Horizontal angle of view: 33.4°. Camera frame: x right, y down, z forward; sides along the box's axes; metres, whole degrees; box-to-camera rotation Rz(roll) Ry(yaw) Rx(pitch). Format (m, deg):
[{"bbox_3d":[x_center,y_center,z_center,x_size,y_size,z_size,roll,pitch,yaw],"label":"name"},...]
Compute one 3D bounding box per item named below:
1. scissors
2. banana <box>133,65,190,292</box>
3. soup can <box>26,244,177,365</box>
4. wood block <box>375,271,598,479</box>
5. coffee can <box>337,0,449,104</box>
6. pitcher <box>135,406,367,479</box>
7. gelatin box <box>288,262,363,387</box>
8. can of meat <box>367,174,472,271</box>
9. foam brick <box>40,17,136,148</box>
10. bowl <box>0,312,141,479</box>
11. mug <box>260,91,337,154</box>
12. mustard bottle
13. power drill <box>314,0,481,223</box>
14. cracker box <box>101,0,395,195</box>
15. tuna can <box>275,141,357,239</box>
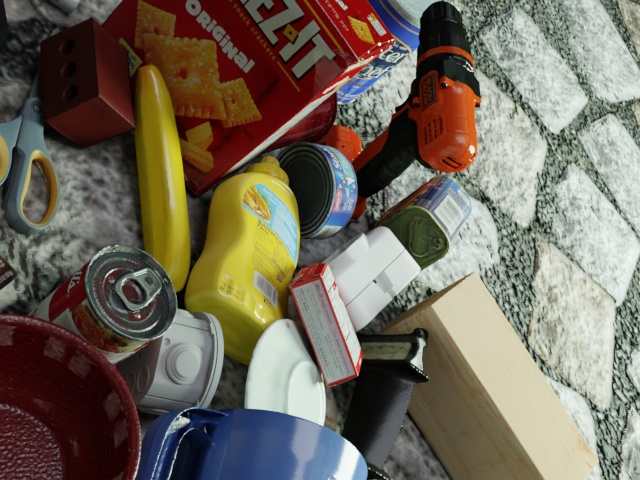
[{"bbox_3d":[-0.234,-0.098,0.807,0.096,0.016,0.202,19,51,-42],"label":"scissors"},{"bbox_3d":[-0.123,-0.038,0.839,0.037,0.070,0.198,-4,69,-13],"label":"banana"},{"bbox_3d":[-0.152,0.055,0.716,0.068,0.102,0.068,25,48,-31],"label":"soup can"},{"bbox_3d":[0.145,0.146,0.963,0.206,0.090,0.090,57,39,2],"label":"wood block"},{"bbox_3d":[0.047,-0.218,1.080,0.102,0.141,0.103,25,48,-31],"label":"coffee can"},{"bbox_3d":[-0.060,0.232,0.667,0.149,0.145,0.242,13,51,0],"label":"pitcher"},{"bbox_3d":[0.005,0.066,0.864,0.073,0.030,0.089,-54,122,-82],"label":"gelatin box"},{"bbox_3d":[0.088,-0.009,1.007,0.057,0.102,0.083,51,37,-5],"label":"can of meat"},{"bbox_3d":[-0.182,-0.122,0.835,0.051,0.053,0.078,41,33,-57],"label":"foam brick"},{"bbox_3d":[-0.192,0.125,0.634,0.162,0.055,0.162,14,49,-17],"label":"bowl"},{"bbox_3d":[-0.054,-0.130,0.969,0.117,0.093,0.081,35,37,26],"label":"mug"},{"bbox_3d":[-0.056,0.001,0.883,0.096,0.058,0.191,48,36,-35],"label":"mustard bottle"},{"bbox_3d":[0.068,-0.113,0.991,0.057,0.188,0.184,25,49,-30],"label":"power drill"},{"bbox_3d":[-0.073,-0.158,0.858,0.164,0.214,0.072,53,38,-2],"label":"cracker box"},{"bbox_3d":[-0.008,-0.043,0.945,0.033,0.086,0.086,3,61,-46],"label":"tuna can"}]
